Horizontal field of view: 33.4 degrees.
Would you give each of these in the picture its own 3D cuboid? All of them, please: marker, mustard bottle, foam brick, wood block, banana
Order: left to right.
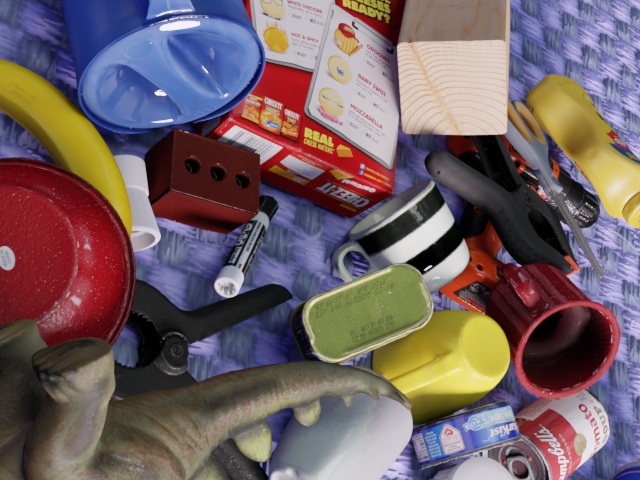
[{"bbox_3d":[-0.189,-0.068,0.747,0.198,0.037,0.069,43,62,7],"label":"banana"},{"bbox_3d":[-0.091,-0.044,0.816,0.078,0.051,0.053,15,63,-32],"label":"foam brick"},{"bbox_3d":[-0.055,0.001,0.823,0.020,0.020,0.121,42,34,-15],"label":"marker"},{"bbox_3d":[0.123,-0.187,0.955,0.206,0.090,0.091,-76,163,-50],"label":"wood block"},{"bbox_3d":[0.279,-0.079,1.049,0.096,0.058,0.192,28,27,-48],"label":"mustard bottle"}]

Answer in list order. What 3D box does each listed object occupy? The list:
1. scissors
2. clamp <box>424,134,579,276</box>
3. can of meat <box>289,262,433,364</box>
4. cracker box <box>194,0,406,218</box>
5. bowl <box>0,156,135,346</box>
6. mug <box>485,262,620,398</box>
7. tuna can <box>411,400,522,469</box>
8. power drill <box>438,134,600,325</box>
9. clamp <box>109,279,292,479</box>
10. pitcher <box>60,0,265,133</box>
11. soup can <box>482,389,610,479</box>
[{"bbox_3d":[0.211,-0.059,0.977,0.202,0.016,0.096,58,27,7],"label":"scissors"},{"bbox_3d":[0.159,-0.031,0.930,0.120,0.039,0.171,-30,83,-45],"label":"clamp"},{"bbox_3d":[0.031,0.057,0.815,0.102,0.084,0.057,-22,84,-8],"label":"can of meat"},{"bbox_3d":[-0.013,-0.147,0.905,0.164,0.072,0.213,22,58,-29],"label":"cracker box"},{"bbox_3d":[-0.197,0.017,0.668,0.162,0.055,0.162,2,76,-10],"label":"bowl"},{"bbox_3d":[0.183,0.064,0.889,0.117,0.093,0.081,49,5,-30],"label":"mug"},{"bbox_3d":[0.117,0.157,0.862,0.085,0.086,0.034,-6,73,-38],"label":"tuna can"},{"bbox_3d":[0.185,-0.010,1.005,0.184,0.057,0.187,29,53,-19],"label":"power drill"},{"bbox_3d":[-0.106,0.074,0.764,0.209,0.036,0.164,29,56,-28],"label":"clamp"},{"bbox_3d":[-0.134,-0.214,0.778,0.144,0.149,0.243,13,50,-51],"label":"pitcher"},{"bbox_3d":[0.197,0.174,0.927,0.102,0.069,0.068,-24,86,-41],"label":"soup can"}]
